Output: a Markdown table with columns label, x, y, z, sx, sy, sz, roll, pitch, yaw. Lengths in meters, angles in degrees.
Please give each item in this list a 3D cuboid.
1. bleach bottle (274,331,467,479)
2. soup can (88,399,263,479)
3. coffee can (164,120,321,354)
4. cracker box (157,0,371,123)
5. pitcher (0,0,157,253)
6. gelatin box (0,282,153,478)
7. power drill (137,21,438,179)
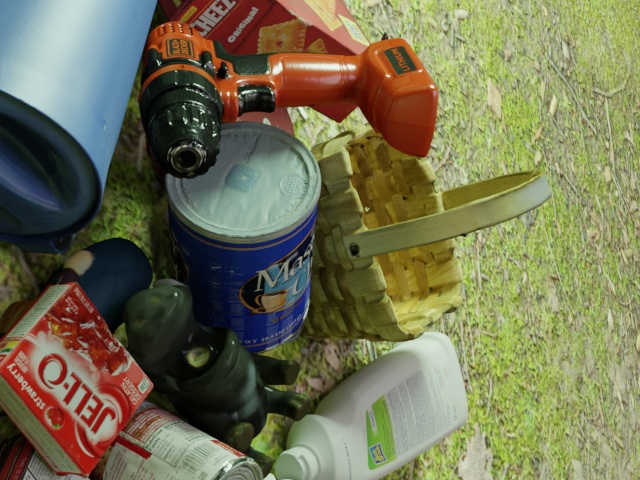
| label | x | y | z | sx | sy | sz | roll | pitch | yaw |
| --- | --- | --- | --- | --- | --- | --- | --- | --- | --- |
| bleach bottle | 0.042 | 0.155 | 0.935 | 0.250 | 0.068 | 0.102 | -14 | 89 | -55 |
| soup can | -0.095 | 0.147 | 0.672 | 0.068 | 0.102 | 0.068 | -35 | 136 | -43 |
| coffee can | -0.055 | 0.001 | 0.751 | 0.140 | 0.103 | 0.102 | 96 | 7 | -52 |
| cracker box | -0.055 | -0.203 | 0.862 | 0.213 | 0.072 | 0.164 | 24 | 30 | -51 |
| pitcher | -0.171 | -0.120 | 0.675 | 0.144 | 0.149 | 0.242 | 30 | 47 | -23 |
| gelatin box | -0.145 | 0.081 | 0.615 | 0.089 | 0.030 | 0.073 | 60 | 44 | -27 |
| power drill | -0.023 | -0.091 | 0.690 | 0.184 | 0.187 | 0.057 | -106 | -159 | -57 |
